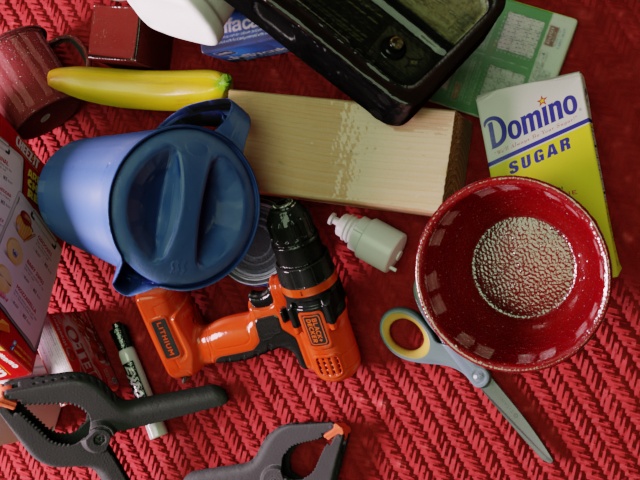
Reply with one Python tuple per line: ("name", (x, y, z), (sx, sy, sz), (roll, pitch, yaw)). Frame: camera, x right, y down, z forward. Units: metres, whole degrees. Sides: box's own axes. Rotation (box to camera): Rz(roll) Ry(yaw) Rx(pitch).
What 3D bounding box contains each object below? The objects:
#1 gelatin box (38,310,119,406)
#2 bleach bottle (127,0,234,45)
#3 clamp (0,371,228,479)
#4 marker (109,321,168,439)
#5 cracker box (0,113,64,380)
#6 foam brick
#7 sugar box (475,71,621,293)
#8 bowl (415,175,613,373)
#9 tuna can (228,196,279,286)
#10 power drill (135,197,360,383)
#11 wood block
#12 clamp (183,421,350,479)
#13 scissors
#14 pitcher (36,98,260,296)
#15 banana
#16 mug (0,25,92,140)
("gelatin box", (-0.241, 0.114, 1.046), (0.030, 0.073, 0.089), (-28, 81, 15))
("bleach bottle", (-0.072, -0.298, 0.973), (0.103, 0.068, 0.250), (21, 70, 34))
("clamp", (-0.208, 0.189, 1.002), (0.209, 0.036, 0.164), (18, 100, -23))
("marker", (-0.181, 0.137, 1.055), (0.020, 0.020, 0.121), (-25, 81, 15))
("cracker box", (-0.314, -0.002, 0.979), (0.072, 0.164, 0.213), (-13, 48, 17))
("foam brick", (-0.182, -0.193, 1.034), (0.053, 0.078, 0.051), (6, 90, 15))
("sugar box", (0.196, -0.049, 0.919), (0.093, 0.048, 0.176), (-12, 93, 18))
("bowl", (0.163, 0.025, 0.883), (0.162, 0.055, 0.162), (3, 97, 22))
("tuna can", (-0.057, 0.001, 1.011), (0.086, 0.033, 0.086), (0, 89, 18))
("power drill", (-0.069, 0.055, 0.969), (0.188, 0.057, 0.184), (-8, 117, 21))
("wood block", (0.023, -0.077, 0.960), (0.206, 0.090, 0.091), (8, 91, 18))
("clamp", (-0.048, 0.221, 1.002), (0.120, 0.039, 0.171), (41, 94, 10))
("scissors", (0.123, 0.123, 0.961), (0.096, 0.016, 0.202), (-27, 81, 17))
("pitcher", (-0.159, -0.044, 0.947), (0.243, 0.149, 0.145), (11, 111, 58))
("banana", (-0.160, -0.148, 1.010), (0.198, 0.069, 0.037), (2, 73, 21))
("mug", (-0.282, -0.160, 1.065), (0.117, 0.093, 0.081), (-33, 83, -13))
